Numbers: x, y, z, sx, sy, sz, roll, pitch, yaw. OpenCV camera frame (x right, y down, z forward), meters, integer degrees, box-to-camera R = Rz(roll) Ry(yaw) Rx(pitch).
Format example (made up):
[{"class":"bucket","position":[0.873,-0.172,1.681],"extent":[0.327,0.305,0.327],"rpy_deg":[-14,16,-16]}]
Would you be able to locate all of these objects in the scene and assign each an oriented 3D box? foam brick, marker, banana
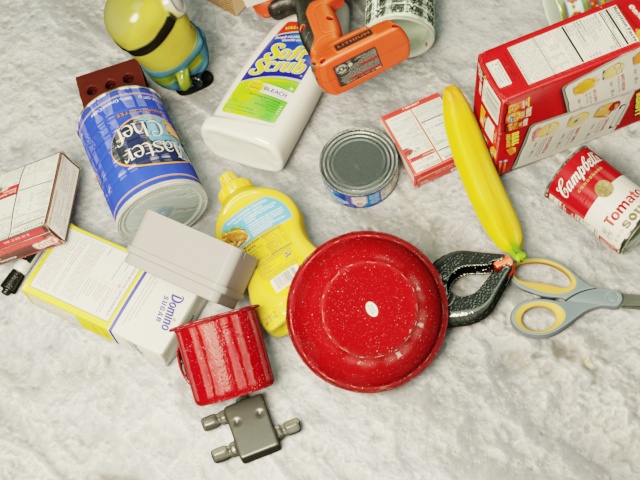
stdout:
[{"class":"foam brick","position":[-0.237,-0.167,1.237],"extent":[0.078,0.051,0.053],"rpy_deg":[-19,63,-2]},{"class":"marker","position":[-0.316,0.009,1.180],"extent":[0.020,0.020,0.121],"rpy_deg":[22,69,17]},{"class":"banana","position":[0.171,-0.066,1.114],"extent":[0.037,0.070,0.198],"rpy_deg":[-21,81,-12]}]

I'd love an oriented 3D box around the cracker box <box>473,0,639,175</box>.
[{"class":"cracker box","position":[0.267,-0.165,1.108],"extent":[0.213,0.164,0.072],"rpy_deg":[-22,66,-4]}]

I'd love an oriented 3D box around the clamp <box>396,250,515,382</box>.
[{"class":"clamp","position":[0.112,0.054,1.090],"extent":[0.171,0.039,0.120],"rpy_deg":[-33,69,-4]}]

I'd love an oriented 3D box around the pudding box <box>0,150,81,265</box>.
[{"class":"pudding box","position":[-0.315,-0.035,1.164],"extent":[0.090,0.039,0.113],"rpy_deg":[-17,49,21]}]

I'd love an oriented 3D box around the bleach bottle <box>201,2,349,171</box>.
[{"class":"bleach bottle","position":[-0.039,-0.202,1.224],"extent":[0.103,0.068,0.250],"rpy_deg":[17,65,16]}]

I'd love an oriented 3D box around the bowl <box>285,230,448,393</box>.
[{"class":"bowl","position":[0.046,0.068,1.031],"extent":[0.162,0.055,0.162],"rpy_deg":[0,84,0]}]

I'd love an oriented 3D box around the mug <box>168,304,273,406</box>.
[{"class":"mug","position":[-0.103,0.117,1.061],"extent":[0.117,0.093,0.081],"rpy_deg":[-20,85,41]}]

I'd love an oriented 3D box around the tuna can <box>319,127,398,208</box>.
[{"class":"tuna can","position":[0.043,-0.079,1.168],"extent":[0.086,0.034,0.086],"rpy_deg":[-3,64,6]}]

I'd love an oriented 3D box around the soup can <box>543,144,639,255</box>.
[{"class":"soup can","position":[0.291,-0.041,1.098],"extent":[0.068,0.068,0.102],"rpy_deg":[-42,67,-13]}]

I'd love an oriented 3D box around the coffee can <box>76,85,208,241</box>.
[{"class":"coffee can","position":[-0.195,-0.083,1.162],"extent":[0.102,0.103,0.140],"rpy_deg":[-25,64,-5]}]

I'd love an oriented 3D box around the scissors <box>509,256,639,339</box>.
[{"class":"scissors","position":[0.279,0.074,1.072],"extent":[0.202,0.016,0.096],"rpy_deg":[20,70,17]}]

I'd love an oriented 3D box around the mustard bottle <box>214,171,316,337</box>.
[{"class":"mustard bottle","position":[-0.057,0.002,1.127],"extent":[0.096,0.058,0.192],"rpy_deg":[-34,64,2]}]

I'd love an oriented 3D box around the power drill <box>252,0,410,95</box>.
[{"class":"power drill","position":[0.028,-0.260,1.170],"extent":[0.184,0.057,0.188],"rpy_deg":[-29,54,4]}]

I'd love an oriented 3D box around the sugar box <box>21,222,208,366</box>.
[{"class":"sugar box","position":[-0.215,0.056,1.130],"extent":[0.176,0.048,0.093],"rpy_deg":[24,67,14]}]

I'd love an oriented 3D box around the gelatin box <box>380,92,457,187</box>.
[{"class":"gelatin box","position":[0.117,-0.111,1.176],"extent":[0.073,0.030,0.089],"rpy_deg":[-25,64,-6]}]
